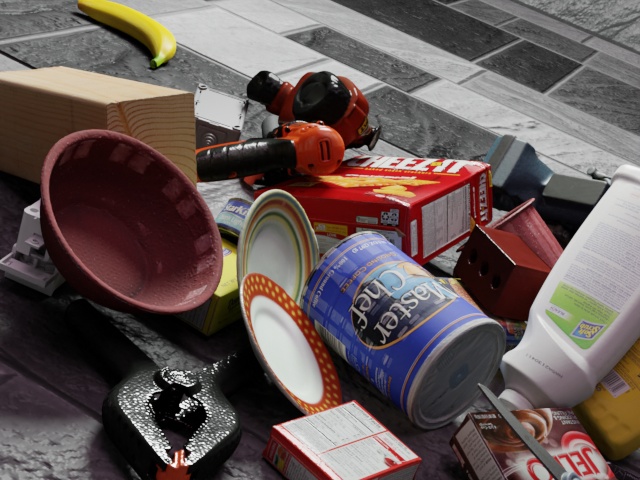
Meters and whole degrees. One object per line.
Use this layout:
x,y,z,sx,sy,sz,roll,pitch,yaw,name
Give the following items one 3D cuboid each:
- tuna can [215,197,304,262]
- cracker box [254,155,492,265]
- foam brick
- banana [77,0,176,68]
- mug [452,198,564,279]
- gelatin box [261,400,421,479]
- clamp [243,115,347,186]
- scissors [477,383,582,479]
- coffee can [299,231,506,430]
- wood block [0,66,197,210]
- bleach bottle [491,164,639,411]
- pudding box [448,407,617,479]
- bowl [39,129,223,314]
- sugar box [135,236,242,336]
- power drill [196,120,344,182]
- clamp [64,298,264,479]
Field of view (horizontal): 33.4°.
-0.056,0.001,0.951,0.086,0.033,0.086,31,-18,11,tuna can
0.058,-0.034,1.062,0.164,0.072,0.213,7,17,28,cracker box
0.167,0.030,0.964,0.051,0.053,0.078,13,23,-29,foam brick
-0.255,-0.291,1.465,0.069,0.037,0.198,-6,35,-47,banana
0.185,0.024,1.054,0.081,0.117,0.093,56,25,2,mug
0.016,0.153,0.750,0.089,0.030,0.073,-7,35,-46,gelatin box
-0.049,-0.101,1.222,0.120,0.039,0.171,30,22,21,clamp
0.195,0.178,0.762,0.096,0.016,0.202,-9,60,-43,scissors
0.065,0.071,0.870,0.102,0.103,0.140,-6,34,-44,coffee can
-0.208,-0.095,0.944,0.090,0.091,0.206,-15,23,-42,wood block
0.224,0.052,0.897,0.103,0.068,0.250,30,68,36,bleach bottle
0.163,0.171,0.795,0.113,0.039,0.090,2,42,-32,pudding box
-0.153,-0.003,0.807,0.162,0.055,0.162,31,38,-29,bowl
-0.135,0.011,0.912,0.176,0.048,0.093,30,26,19,sugar box
-0.085,-0.082,1.045,0.187,0.057,0.185,-12,8,-15,power drill
-0.113,0.104,0.743,0.164,0.036,0.210,15,20,-7,clamp
